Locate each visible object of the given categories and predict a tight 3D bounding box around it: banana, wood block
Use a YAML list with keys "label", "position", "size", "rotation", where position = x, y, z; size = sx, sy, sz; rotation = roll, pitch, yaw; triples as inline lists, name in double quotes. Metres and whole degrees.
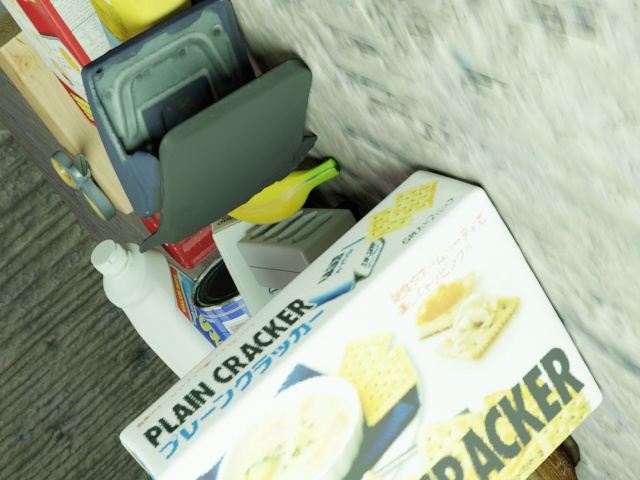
- label: "banana"
  position: [-0.060, -0.054, 0.769]
  size: [0.198, 0.069, 0.037]
  rotation: [33, 157, 50]
- label: "wood block"
  position: [-0.228, -0.138, 1.046]
  size: [0.090, 0.090, 0.206]
  rotation: [30, 158, 55]

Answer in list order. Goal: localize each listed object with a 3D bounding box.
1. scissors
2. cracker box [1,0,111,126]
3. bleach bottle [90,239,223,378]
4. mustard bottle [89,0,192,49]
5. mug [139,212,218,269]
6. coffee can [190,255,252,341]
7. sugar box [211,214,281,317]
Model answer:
- label: "scissors"
  position: [-0.219, -0.051, 1.026]
  size: [0.096, 0.016, 0.202]
  rotation: [52, 166, -20]
- label: "cracker box"
  position: [-0.186, -0.168, 0.864]
  size: [0.164, 0.072, 0.213]
  rotation: [35, 163, 48]
- label: "bleach bottle"
  position: [-0.137, 0.086, 1.057]
  size: [0.250, 0.068, 0.102]
  rotation: [47, -153, -42]
- label: "mustard bottle"
  position: [-0.117, -0.150, 0.709]
  size: [0.096, 0.058, 0.191]
  rotation: [43, 166, 19]
- label: "mug"
  position: [-0.128, -0.033, 1.036]
  size: [0.093, 0.081, 0.117]
  rotation: [40, 165, 37]
- label: "coffee can"
  position: [-0.046, 0.081, 1.045]
  size: [0.140, 0.102, 0.103]
  rotation: [55, 166, -25]
- label: "sugar box"
  position: [-0.055, 0.001, 0.847]
  size: [0.176, 0.048, 0.093]
  rotation: [-126, 11, -70]
